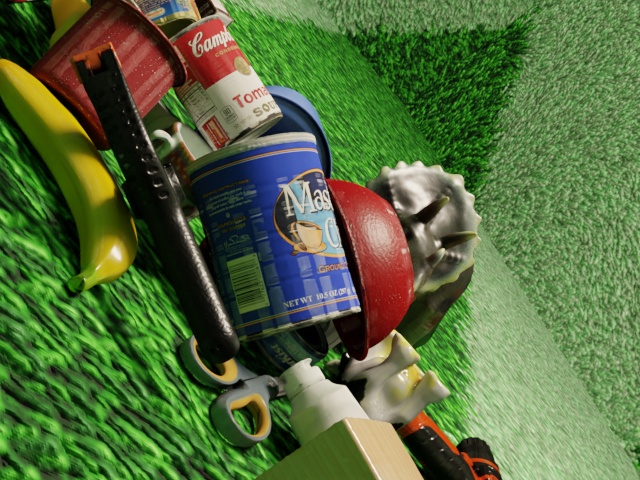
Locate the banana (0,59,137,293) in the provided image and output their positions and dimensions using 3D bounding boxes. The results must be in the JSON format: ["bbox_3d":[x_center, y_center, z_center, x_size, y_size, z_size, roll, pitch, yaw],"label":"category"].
[{"bbox_3d":[-0.165,-0.042,0.713,0.198,0.037,0.069,60,12,29],"label":"banana"}]

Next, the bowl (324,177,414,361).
[{"bbox_3d":[0.037,0.016,0.888,0.162,0.055,0.162,166,-90,-79],"label":"bowl"}]

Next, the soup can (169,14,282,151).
[{"bbox_3d":[-0.087,-0.131,0.914,0.102,0.068,0.068,57,12,0],"label":"soup can"}]

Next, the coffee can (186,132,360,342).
[{"bbox_3d":[-0.036,-0.001,0.816,0.102,0.103,0.140,4,71,-74],"label":"coffee can"}]

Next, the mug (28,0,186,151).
[{"bbox_3d":[-0.161,-0.117,0.795,0.093,0.081,0.117,38,-18,6],"label":"mug"}]

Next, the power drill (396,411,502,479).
[{"bbox_3d":[0.119,0.198,1.062,0.187,0.057,0.184,51,12,-11],"label":"power drill"}]

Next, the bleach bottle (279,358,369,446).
[{"bbox_3d":[0.046,0.193,0.750,0.251,0.068,0.102,57,-11,17],"label":"bleach bottle"}]

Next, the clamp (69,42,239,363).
[{"bbox_3d":[-0.106,-0.025,0.701,0.165,0.036,0.210,-129,-164,-64],"label":"clamp"}]

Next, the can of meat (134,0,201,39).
[{"bbox_3d":[-0.141,-0.210,0.964,0.102,0.057,0.084,63,7,-73],"label":"can of meat"}]

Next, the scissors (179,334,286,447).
[{"bbox_3d":[-0.054,0.097,0.794,0.096,0.016,0.201,53,12,-2],"label":"scissors"}]

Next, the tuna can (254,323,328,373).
[{"bbox_3d":[-0.031,0.072,0.907,0.086,0.034,0.086,50,13,-16],"label":"tuna can"}]
